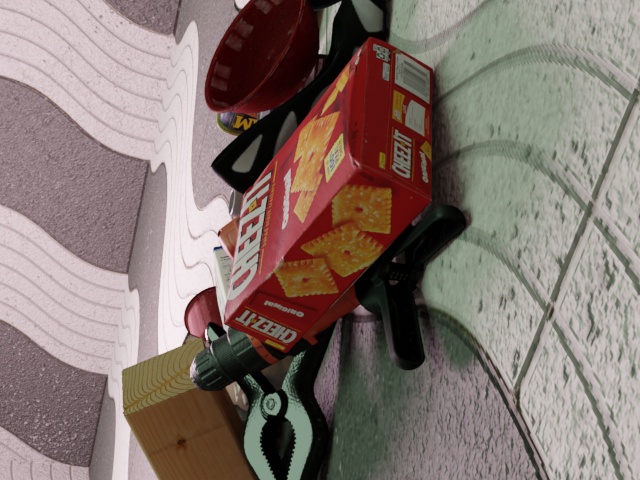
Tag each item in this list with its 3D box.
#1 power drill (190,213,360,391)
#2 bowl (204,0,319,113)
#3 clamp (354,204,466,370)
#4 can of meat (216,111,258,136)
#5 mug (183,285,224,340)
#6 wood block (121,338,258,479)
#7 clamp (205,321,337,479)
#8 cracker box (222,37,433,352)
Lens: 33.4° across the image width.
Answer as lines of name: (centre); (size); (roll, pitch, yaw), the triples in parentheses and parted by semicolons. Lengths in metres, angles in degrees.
power drill: (-0.051, 0.042, 1.016); (0.184, 0.057, 0.188); (-32, 36, 12)
bowl: (-0.051, -0.191, 1.106); (0.162, 0.055, 0.162); (-36, 38, 34)
clamp: (0.057, 0.033, 0.817); (0.172, 0.039, 0.120); (179, 112, -75)
can of meat: (-0.066, -0.169, 1.286); (0.057, 0.102, 0.084); (-95, 22, -44)
mug: (-0.121, 0.127, 1.373); (0.081, 0.093, 0.117); (-116, 6, -58)
wood block: (-0.119, 0.218, 1.091); (0.090, 0.091, 0.206); (-113, 2, -64)
clamp: (-0.046, 0.156, 1.031); (0.165, 0.036, 0.210); (-11, 73, 35)
cracker box: (0.004, -0.036, 0.866); (0.214, 0.072, 0.164); (-47, 25, 39)
